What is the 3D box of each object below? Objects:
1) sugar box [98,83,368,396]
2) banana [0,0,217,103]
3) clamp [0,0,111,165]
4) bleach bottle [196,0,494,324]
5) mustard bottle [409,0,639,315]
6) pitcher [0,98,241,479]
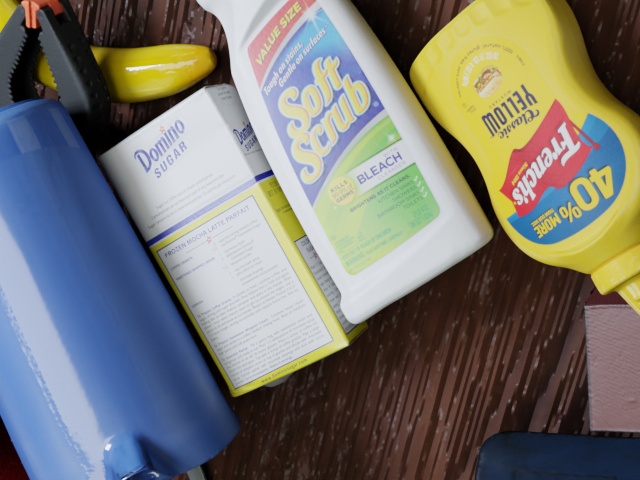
[{"bbox_3d":[-0.054,0.001,0.663,0.093,0.048,0.176,-28,89,25],"label":"sugar box"},{"bbox_3d":[-0.164,-0.131,0.725,0.198,0.037,0.070,25,113,16],"label":"banana"},{"bbox_3d":[-0.194,-0.071,0.727,0.165,0.036,0.210,16,127,20],"label":"clamp"},{"bbox_3d":[-0.005,-0.083,0.625,0.103,0.068,0.251,-33,86,14],"label":"bleach bottle"},{"bbox_3d":[0.132,-0.044,0.587,0.096,0.058,0.192,-39,75,34],"label":"mustard bottle"},{"bbox_3d":[-0.160,0.042,0.667,0.149,0.144,0.243,-21,97,37],"label":"pitcher"}]
